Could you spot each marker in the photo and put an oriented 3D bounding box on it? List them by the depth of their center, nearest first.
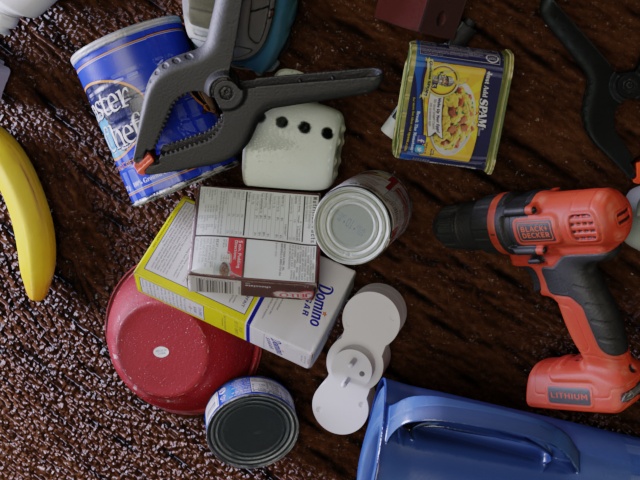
[{"bbox_3d":[0.094,-0.139,0.916,0.020,0.020,0.121,37,107,5],"label":"marker"}]

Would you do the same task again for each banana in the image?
[{"bbox_3d":[-0.296,-0.040,1.029,0.070,0.037,0.198,-26,92,35],"label":"banana"}]

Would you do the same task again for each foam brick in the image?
[{"bbox_3d":[0.088,-0.210,0.879,0.051,0.052,0.078,27,108,35],"label":"foam brick"}]

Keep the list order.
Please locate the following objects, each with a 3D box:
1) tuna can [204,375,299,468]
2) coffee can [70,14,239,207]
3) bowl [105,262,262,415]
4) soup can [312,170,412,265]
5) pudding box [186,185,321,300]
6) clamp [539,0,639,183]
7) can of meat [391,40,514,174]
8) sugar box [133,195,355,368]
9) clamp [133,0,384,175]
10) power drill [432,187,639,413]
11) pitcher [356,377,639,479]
[{"bbox_3d":[-0.064,0.167,0.988,0.086,0.034,0.086,-4,120,-7],"label":"tuna can"},{"bbox_3d":[-0.145,-0.113,0.939,0.103,0.102,0.140,-21,95,17],"label":"coffee can"},{"bbox_3d":[-0.139,0.095,1.001,0.162,0.055,0.162,3,101,14],"label":"bowl"},{"bbox_3d":[0.037,-0.021,0.909,0.068,0.102,0.068,3,101,14],"label":"soup can"},{"bbox_3d":[-0.056,0.001,0.926,0.113,0.039,0.090,5,63,-4],"label":"pudding box"},{"bbox_3d":[0.258,-0.135,0.864,0.120,0.039,0.171,-16,102,21],"label":"clamp"},{"bbox_3d":[0.108,-0.112,0.884,0.084,0.057,0.102,8,109,-1],"label":"can of meat"},{"bbox_3d":[-0.067,0.037,0.955,0.176,0.048,0.093,25,64,7],"label":"sugar box"},{"bbox_3d":[-0.064,-0.120,0.855,0.164,0.036,0.210,39,107,-17],"label":"clamp"},{"bbox_3d":[0.186,0.048,0.885,0.185,0.057,0.187,-3,112,49],"label":"power drill"},{"bbox_3d":[0.154,0.194,0.884,0.243,0.149,0.145,10,98,0],"label":"pitcher"}]
